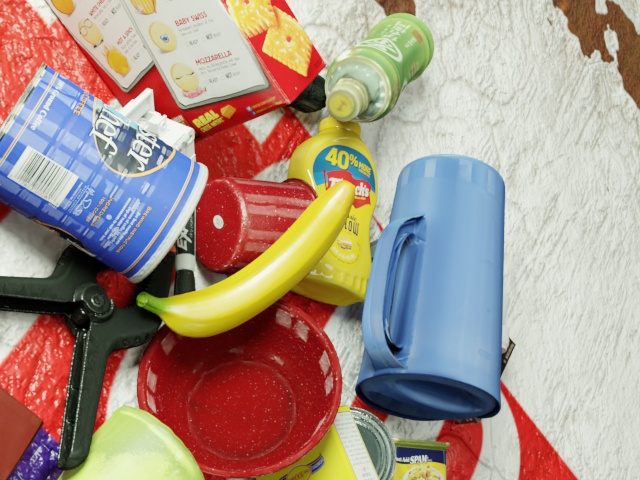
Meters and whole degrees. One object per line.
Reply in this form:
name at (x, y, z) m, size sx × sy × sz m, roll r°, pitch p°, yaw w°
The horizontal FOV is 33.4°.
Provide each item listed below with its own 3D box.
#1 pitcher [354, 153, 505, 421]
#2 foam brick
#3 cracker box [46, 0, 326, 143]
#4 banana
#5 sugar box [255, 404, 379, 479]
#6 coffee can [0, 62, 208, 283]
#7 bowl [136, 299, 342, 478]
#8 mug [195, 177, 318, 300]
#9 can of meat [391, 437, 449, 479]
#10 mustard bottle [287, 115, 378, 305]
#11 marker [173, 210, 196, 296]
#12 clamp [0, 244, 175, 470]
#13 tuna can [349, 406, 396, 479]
pitcher at (0.108, 0.039, 1.007) m, size 0.145 × 0.149 × 0.242 m, roll 11°, pitch 64°, yaw -4°
foam brick at (-0.233, 0.128, 0.704) m, size 0.051 × 0.078 × 0.053 m, roll 48°, pitch 50°, yaw -27°
cracker box at (-0.120, -0.186, 0.839) m, size 0.213 × 0.164 × 0.072 m, roll 56°, pitch 46°, yaw -19°
banana at (-0.048, 0.024, 0.845) m, size 0.197 × 0.037 × 0.069 m, roll -32°, pitch 144°, yaw -18°
sugar box at (0.012, 0.233, 0.867) m, size 0.048 × 0.093 × 0.176 m, roll 9°, pitch 52°, yaw -54°
coffee can at (-0.168, -0.047, 0.777) m, size 0.140 × 0.103 × 0.102 m, roll 33°, pitch 57°, yaw -18°
bowl at (-0.064, 0.123, 0.854) m, size 0.162 × 0.055 × 0.162 m, roll 1°, pitch 55°, yaw -2°
mug at (-0.056, 0.001, 0.908) m, size 0.081 × 0.093 × 0.117 m, roll 4°, pitch 83°, yaw -39°
can of meat at (0.074, 0.229, 0.995) m, size 0.101 × 0.058 × 0.084 m, roll 14°, pitch 71°, yaw -42°
mustard bottle at (0.011, -0.041, 1.005) m, size 0.096 × 0.058 × 0.191 m, roll 21°, pitch 64°, yaw -34°
marker at (-0.112, -0.002, 0.885) m, size 0.020 × 0.020 × 0.121 m, roll 21°, pitch 55°, yaw -40°
clamp at (-0.172, 0.062, 0.796) m, size 0.164 × 0.036 × 0.209 m, roll 57°, pitch 40°, yaw 1°
tuna can at (0.023, 0.190, 0.937) m, size 0.086 × 0.034 × 0.086 m, roll 0°, pitch 79°, yaw 1°
